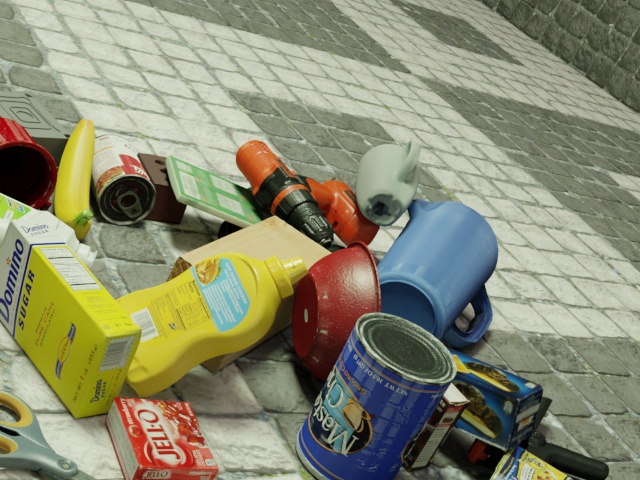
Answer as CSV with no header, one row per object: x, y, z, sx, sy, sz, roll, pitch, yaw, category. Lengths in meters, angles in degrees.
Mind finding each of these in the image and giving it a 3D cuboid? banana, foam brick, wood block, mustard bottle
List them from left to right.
-0.271,-0.060,1.198,0.037,0.070,0.198,30,26,-32,banana
-0.199,-0.064,1.309,0.052,0.051,0.078,8,29,-34,foam brick
-0.101,0.064,0.992,0.191,0.058,0.096,-26,55,-4,mustard bottle
-0.079,0.052,1.142,0.091,0.090,0.205,33,24,15,wood block

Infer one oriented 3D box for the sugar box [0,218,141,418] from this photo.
-0.234,0.066,0.954,0.176,0.093,0.048,40,27,31,sugar box

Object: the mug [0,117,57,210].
-0.337,-0.076,1.166,0.082,0.093,0.117,45,-2,46,mug

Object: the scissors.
-0.210,0.170,0.857,0.201,0.016,0.096,21,24,-12,scissors

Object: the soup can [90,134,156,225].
-0.241,-0.073,1.265,0.068,0.069,0.102,10,28,-33,soup can

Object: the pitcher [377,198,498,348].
0.138,0.056,1.323,0.149,0.145,0.242,17,25,15,pitcher

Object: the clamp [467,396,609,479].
0.226,0.216,1.170,0.171,0.039,0.120,10,26,-31,clamp

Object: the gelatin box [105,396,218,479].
-0.136,0.173,0.907,0.073,0.030,0.089,10,28,-32,gelatin box

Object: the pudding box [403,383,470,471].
0.085,0.161,1.079,0.039,0.090,0.114,-1,35,-47,pudding box

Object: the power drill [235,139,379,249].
-0.004,-0.040,1.325,0.187,0.057,0.185,22,25,-54,power drill

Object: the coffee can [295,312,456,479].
0.050,0.153,0.995,0.102,0.140,0.103,22,24,-10,coffee can

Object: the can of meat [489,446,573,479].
0.206,0.254,1.049,0.084,0.057,0.102,30,23,16,can of meat

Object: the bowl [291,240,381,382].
0.009,0.079,1.099,0.055,0.162,0.162,4,29,-18,bowl
